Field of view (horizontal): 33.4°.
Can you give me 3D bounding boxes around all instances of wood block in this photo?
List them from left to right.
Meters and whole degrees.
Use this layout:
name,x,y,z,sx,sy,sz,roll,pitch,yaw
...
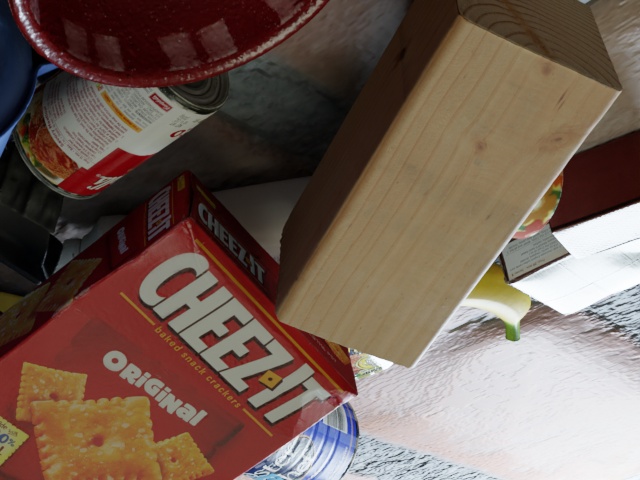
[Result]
name,x,y,z,sx,sy,sz,roll,pitch,yaw
wood block,0.058,-0.039,0.579,0.090,0.091,0.206,21,126,-14

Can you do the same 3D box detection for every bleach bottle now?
name,x,y,z,sx,sy,sz,roll,pitch,yaw
bleach bottle,-0.055,0.001,0.715,0.251,0.068,0.102,-4,149,-1

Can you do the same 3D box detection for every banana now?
name,x,y,z,sx,sy,sz,roll,pitch,yaw
banana,0.098,0.045,0.816,0.197,0.037,0.070,8,103,-35

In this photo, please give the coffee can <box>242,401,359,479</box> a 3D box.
name,x,y,z,sx,sy,sz,roll,pitch,yaw
coffee can,-0.045,0.160,0.938,0.103,0.103,0.140,-24,145,25

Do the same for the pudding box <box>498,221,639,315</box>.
name,x,y,z,sx,sy,sz,roll,pitch,yaw
pudding box,0.205,0.010,0.807,0.114,0.039,0.089,-30,142,30

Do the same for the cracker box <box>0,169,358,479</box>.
name,x,y,z,sx,sy,sz,roll,pitch,yaw
cracker box,-0.110,0.087,0.654,0.214,0.072,0.164,-36,117,12

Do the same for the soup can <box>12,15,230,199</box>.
name,x,y,z,sx,sy,sz,roll,pitch,yaw
soup can,-0.107,-0.075,0.572,0.102,0.068,0.068,-29,143,31

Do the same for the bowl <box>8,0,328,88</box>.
name,x,y,z,sx,sy,sz,roll,pitch,yaw
bowl,-0.062,-0.140,0.466,0.162,0.055,0.162,-19,153,-10
